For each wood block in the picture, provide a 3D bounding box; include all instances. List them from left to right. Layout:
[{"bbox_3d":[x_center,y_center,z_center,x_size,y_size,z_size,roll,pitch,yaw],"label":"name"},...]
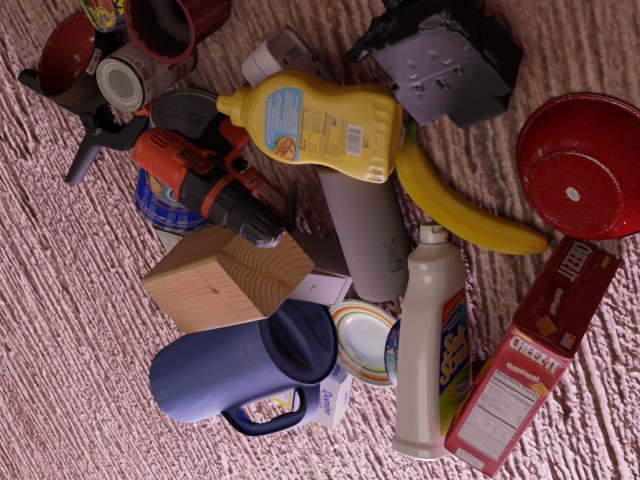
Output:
[{"bbox_3d":[-0.112,0.039,1.220,0.090,0.090,0.206,50,150,-15],"label":"wood block"}]

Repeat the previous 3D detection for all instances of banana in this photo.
[{"bbox_3d":[0.147,-0.039,1.124,0.198,0.037,0.070,41,137,3],"label":"banana"}]

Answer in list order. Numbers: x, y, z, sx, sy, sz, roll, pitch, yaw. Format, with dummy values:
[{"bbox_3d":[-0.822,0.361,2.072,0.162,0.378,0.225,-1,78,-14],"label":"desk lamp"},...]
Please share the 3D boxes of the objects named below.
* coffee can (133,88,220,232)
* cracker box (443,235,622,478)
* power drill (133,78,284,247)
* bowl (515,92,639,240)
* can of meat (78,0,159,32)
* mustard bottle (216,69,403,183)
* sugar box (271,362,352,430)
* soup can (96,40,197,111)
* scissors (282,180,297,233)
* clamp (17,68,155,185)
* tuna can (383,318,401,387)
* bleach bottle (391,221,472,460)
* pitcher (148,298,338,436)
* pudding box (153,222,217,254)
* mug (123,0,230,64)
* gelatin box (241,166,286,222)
[{"bbox_3d":[-0.161,-0.094,1.261,0.103,0.102,0.140,33,136,12],"label":"coffee can"},{"bbox_3d":[0.215,0.120,1.103,0.072,0.164,0.214,30,135,11],"label":"cracker box"},{"bbox_3d":[-0.079,-0.088,1.145,0.184,0.187,0.057,37,135,10],"label":"power drill"},{"bbox_3d":[0.253,-0.057,1.019,0.162,0.055,0.162,20,132,24],"label":"bowl"},{"bbox_3d":[-0.231,-0.290,1.198,0.084,0.057,0.102,-7,118,42],"label":"can of meat"},{"bbox_3d":[-0.015,-0.123,1.085,0.192,0.058,0.096,13,122,15],"label":"mustard bottle"},{"bbox_3d":[-0.044,0.173,1.421,0.176,0.048,0.093,23,130,17],"label":"sugar box"},{"bbox_3d":[-0.196,-0.197,1.209,0.069,0.102,0.068,20,132,23],"label":"soup can"},{"bbox_3d":[-0.058,0.002,1.283,0.096,0.016,0.202,-1,137,12],"label":"scissors"},{"bbox_3d":[-0.291,-0.162,1.353,0.210,0.036,0.164,-13,112,39],"label":"clamp"},{"bbox_3d":[0.110,0.132,1.247,0.034,0.086,0.086,2,123,37],"label":"tuna can"},{"bbox_3d":[0.123,0.106,1.175,0.068,0.102,0.251,7,105,40],"label":"bleach bottle"},{"bbox_3d":[-0.101,0.158,1.333,0.243,0.149,0.145,-28,119,39],"label":"pitcher"},{"bbox_3d":[-0.150,0.015,1.364,0.114,0.039,0.090,14,140,36],"label":"pudding box"},{"bbox_3d":[-0.160,-0.257,1.151,0.117,0.081,0.093,39,137,5],"label":"mug"},{"bbox_3d":[-0.082,-0.035,1.300,0.073,0.030,0.089,42,136,3],"label":"gelatin box"}]
